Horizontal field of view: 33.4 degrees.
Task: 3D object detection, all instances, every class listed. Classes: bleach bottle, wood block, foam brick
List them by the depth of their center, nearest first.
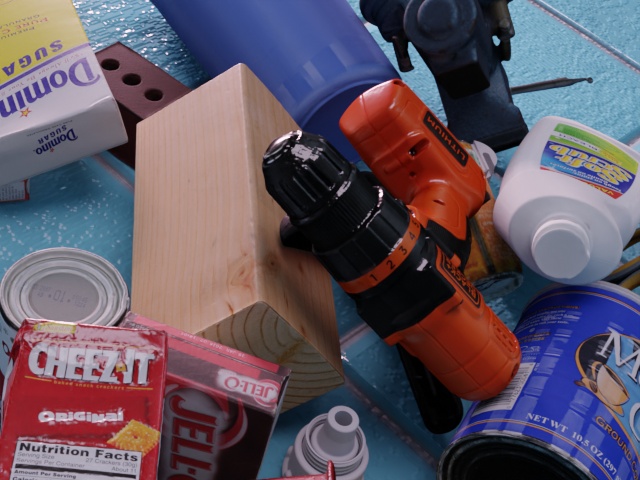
[{"bbox_3d":[-0.054,0.001,0.652,0.091,0.090,0.206,-27,43,18],"label":"wood block"},{"bbox_3d":[0.165,-0.021,0.686,0.102,0.068,0.250,28,20,5],"label":"bleach bottle"},{"bbox_3d":[-0.139,-0.098,0.779,0.078,0.051,0.052,34,47,19],"label":"foam brick"}]

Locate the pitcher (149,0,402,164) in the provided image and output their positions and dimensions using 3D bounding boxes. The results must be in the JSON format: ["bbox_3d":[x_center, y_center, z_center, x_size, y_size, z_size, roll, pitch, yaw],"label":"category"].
[{"bbox_3d":[-0.033,-0.165,0.834,0.149,0.145,0.243,-26,59,-14],"label":"pitcher"}]

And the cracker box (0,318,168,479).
[{"bbox_3d":[-0.112,0.165,0.437,0.072,0.164,0.213,8,44,-11],"label":"cracker box"}]

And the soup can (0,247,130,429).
[{"bbox_3d":[-0.141,0.062,0.579,0.068,0.102,0.068,8,44,-8],"label":"soup can"}]

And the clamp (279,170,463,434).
[{"bbox_3d":[0.034,0.004,0.682,0.164,0.036,0.210,51,21,-24],"label":"clamp"}]

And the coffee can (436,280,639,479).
[{"bbox_3d":[0.141,0.103,0.616,0.103,0.103,0.140,28,45,13],"label":"coffee can"}]

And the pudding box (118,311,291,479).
[{"bbox_3d":[-0.071,0.099,0.553,0.090,0.114,0.039,20,40,4],"label":"pudding box"}]

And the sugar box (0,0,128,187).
[{"bbox_3d":[-0.202,-0.121,0.730,0.093,0.048,0.176,-22,50,-10],"label":"sugar box"}]

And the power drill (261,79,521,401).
[{"bbox_3d":[0.042,-0.020,0.609,0.184,0.057,0.187,48,26,-21],"label":"power drill"}]
